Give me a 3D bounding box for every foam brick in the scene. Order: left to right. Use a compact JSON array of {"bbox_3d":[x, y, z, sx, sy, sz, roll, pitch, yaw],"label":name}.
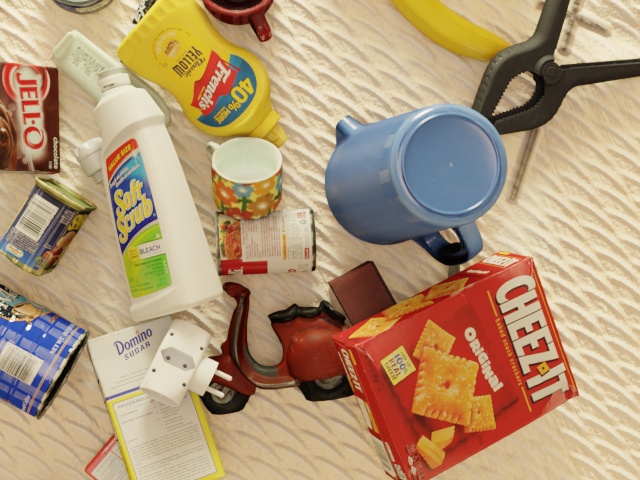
[{"bbox_3d":[0.049,0.066,1.123,0.051,0.053,0.078,-30,91,-3],"label":"foam brick"}]

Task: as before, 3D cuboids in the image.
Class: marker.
[{"bbox_3d":[-0.184,-0.242,1.126,0.020,0.020,0.121,23,89,-3],"label":"marker"}]

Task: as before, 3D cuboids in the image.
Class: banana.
[{"bbox_3d":[0.120,-0.253,1.134,0.069,0.037,0.198,-41,92,-3],"label":"banana"}]

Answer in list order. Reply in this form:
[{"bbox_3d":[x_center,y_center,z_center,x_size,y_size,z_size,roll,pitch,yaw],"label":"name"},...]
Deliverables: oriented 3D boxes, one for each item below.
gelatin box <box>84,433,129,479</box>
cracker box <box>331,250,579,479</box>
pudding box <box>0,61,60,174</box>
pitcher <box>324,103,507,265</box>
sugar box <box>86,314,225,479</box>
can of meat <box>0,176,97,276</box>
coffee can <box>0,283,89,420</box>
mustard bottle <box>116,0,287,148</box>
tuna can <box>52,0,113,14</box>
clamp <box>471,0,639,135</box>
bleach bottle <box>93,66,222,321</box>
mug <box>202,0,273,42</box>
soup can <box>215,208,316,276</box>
[{"bbox_3d":[-0.190,0.239,1.122,0.089,0.030,0.073,40,87,-2],"label":"gelatin box"},{"bbox_3d":[0.140,0.128,1.083,0.213,0.072,0.164,-25,103,-17],"label":"cracker box"},{"bbox_3d":[-0.313,-0.124,1.088,0.089,0.039,0.113,-2,93,-44],"label":"pudding box"},{"bbox_3d":[0.097,-0.055,1.031,0.149,0.243,0.145,9,88,-10],"label":"pitcher"},{"bbox_3d":[-0.170,0.174,1.094,0.093,0.048,0.176,-16,77,-17],"label":"sugar box"},{"bbox_3d":[-0.278,-0.014,1.081,0.057,0.102,0.084,33,90,-3],"label":"can of meat"},{"bbox_3d":[-0.320,0.103,1.078,0.140,0.103,0.103,29,88,-3],"label":"coffee can"},{"bbox_3d":[-0.110,-0.164,1.103,0.191,0.058,0.096,42,100,-12],"label":"mustard bottle"},{"bbox_3d":[-0.251,-0.282,1.115,0.086,0.034,0.086,0,90,-3],"label":"tuna can"},{"bbox_3d":[0.236,-0.192,1.128,0.210,0.036,0.164,-35,110,1],"label":"clamp"},{"bbox_3d":[-0.180,-0.049,1.084,0.103,0.067,0.251,-16,93,39],"label":"bleach bottle"},{"bbox_3d":[-0.080,-0.259,1.101,0.093,0.081,0.117,-29,91,-3],"label":"mug"},{"bbox_3d":[-0.057,0.001,1.110,0.102,0.068,0.068,-2,90,-4],"label":"soup can"}]
